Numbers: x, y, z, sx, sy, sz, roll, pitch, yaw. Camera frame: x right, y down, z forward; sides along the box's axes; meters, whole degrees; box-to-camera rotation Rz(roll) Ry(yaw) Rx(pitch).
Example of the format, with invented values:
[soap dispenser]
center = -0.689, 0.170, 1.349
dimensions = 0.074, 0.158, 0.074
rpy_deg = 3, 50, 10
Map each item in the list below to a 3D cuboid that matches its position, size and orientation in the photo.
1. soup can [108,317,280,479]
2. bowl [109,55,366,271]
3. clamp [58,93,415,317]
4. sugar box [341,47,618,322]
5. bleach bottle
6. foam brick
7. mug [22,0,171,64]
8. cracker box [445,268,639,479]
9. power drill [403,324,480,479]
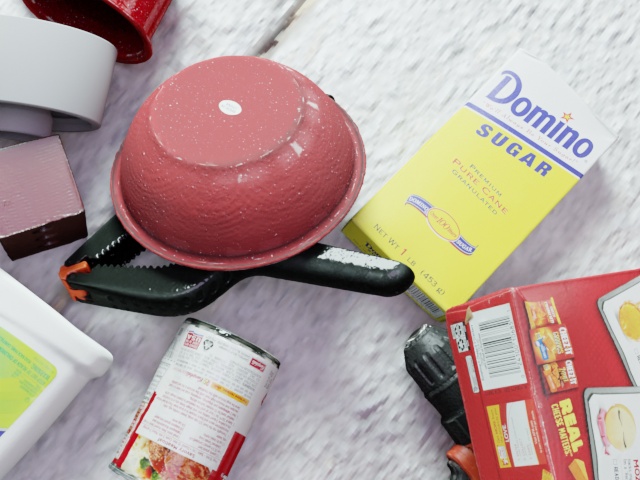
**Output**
[soup can]
center = -0.075, 0.106, 0.649
dimensions = 0.068, 0.068, 0.102
rpy_deg = 27, 77, -5
[bowl]
center = -0.054, -0.061, 0.648
dimensions = 0.162, 0.055, 0.162
rpy_deg = -3, 52, 3
[clamp]
center = -0.054, 0.001, 0.660
dimensions = 0.210, 0.036, 0.165
rpy_deg = -24, 53, -8
[sugar box]
center = 0.108, -0.039, 0.715
dimensions = 0.093, 0.048, 0.176
rpy_deg = 44, 78, 1
[bleach bottle]
center = -0.238, 0.137, 0.620
dimensions = 0.102, 0.068, 0.250
rpy_deg = 38, 79, -2
[foam brick]
center = -0.174, -0.025, 0.648
dimensions = 0.053, 0.078, 0.051
rpy_deg = -18, 83, -12
[mug]
center = -0.141, -0.174, 0.680
dimensions = 0.117, 0.093, 0.081
rpy_deg = 14, 70, 30
[cracker box]
center = 0.188, 0.103, 0.655
dimensions = 0.213, 0.072, 0.164
rpy_deg = -6, 79, -36
[power drill]
center = 0.070, 0.171, 0.669
dimensions = 0.187, 0.057, 0.184
rpy_deg = -41, 90, -13
